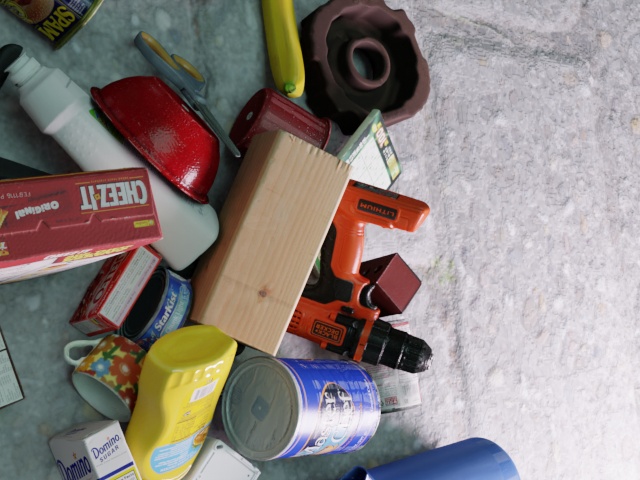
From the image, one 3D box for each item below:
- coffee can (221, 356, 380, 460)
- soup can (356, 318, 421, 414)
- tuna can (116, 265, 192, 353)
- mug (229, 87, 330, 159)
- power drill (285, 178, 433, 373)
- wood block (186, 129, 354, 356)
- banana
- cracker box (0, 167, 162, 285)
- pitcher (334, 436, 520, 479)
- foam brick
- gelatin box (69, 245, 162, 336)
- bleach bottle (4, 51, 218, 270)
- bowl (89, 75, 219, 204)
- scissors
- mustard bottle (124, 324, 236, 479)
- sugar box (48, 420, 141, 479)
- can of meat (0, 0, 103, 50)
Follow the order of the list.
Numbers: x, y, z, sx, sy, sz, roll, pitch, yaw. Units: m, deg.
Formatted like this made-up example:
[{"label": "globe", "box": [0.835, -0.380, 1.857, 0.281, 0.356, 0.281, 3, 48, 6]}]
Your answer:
[{"label": "coffee can", "box": [-0.019, 0.173, 1.108, 0.140, 0.103, 0.103, 10, 74, -51]}, {"label": "soup can", "box": [0.076, 0.144, 1.224, 0.068, 0.069, 0.102, -6, 85, -36]}, {"label": "tuna can", "box": [-0.164, 0.070, 1.059, 0.033, 0.086, 0.086, 32, 64, -28]}, {"label": "mug", "box": [-0.051, -0.105, 1.171, 0.081, 0.093, 0.117, 30, 58, -22]}, {"label": "power drill", "box": [0.054, 0.040, 1.149, 0.184, 0.057, 0.188, 18, 102, 4]}, {"label": "wood block", "box": [-0.057, 0.001, 1.082, 0.090, 0.090, 0.206, 26, 82, -20]}, {"label": "banana", "box": [-0.041, -0.237, 1.219, 0.037, 0.070, 0.198, -4, 66, -13]}, {"label": "cracker box", "box": [-0.261, -0.006, 0.926, 0.163, 0.214, 0.072, -10, 87, -36]}, {"label": "pitcher", "box": [0.109, 0.310, 1.188, 0.242, 0.149, 0.145, -11, 65, -39]}, {"label": "foam brick", "box": [0.068, 0.054, 1.231, 0.051, 0.078, 0.053, 48, 56, -17]}, {"label": "gelatin box", "box": [-0.201, 0.047, 1.045, 0.030, 0.073, 0.089, 38, 62, -22]}, {"label": "bleach bottle", "box": [-0.206, -0.083, 1.045, 0.068, 0.102, 0.250, -42, 110, 4]}, {"label": "bowl", "box": [-0.151, -0.111, 1.058, 0.055, 0.162, 0.162, -44, 110, 4]}, {"label": "scissors", "box": [-0.122, -0.146, 1.105, 0.202, 0.016, 0.096, 48, 16, 22]}, {"label": "mustard bottle", "box": [-0.143, 0.174, 1.017, 0.096, 0.058, 0.192, -22, 139, -51]}, {"label": "sugar box", "box": [-0.192, 0.257, 0.998, 0.048, 0.094, 0.176, -27, 96, -35]}, {"label": "can of meat", "box": [-0.264, -0.244, 1.043, 0.084, 0.102, 0.057, 37, 62, -22]}]
